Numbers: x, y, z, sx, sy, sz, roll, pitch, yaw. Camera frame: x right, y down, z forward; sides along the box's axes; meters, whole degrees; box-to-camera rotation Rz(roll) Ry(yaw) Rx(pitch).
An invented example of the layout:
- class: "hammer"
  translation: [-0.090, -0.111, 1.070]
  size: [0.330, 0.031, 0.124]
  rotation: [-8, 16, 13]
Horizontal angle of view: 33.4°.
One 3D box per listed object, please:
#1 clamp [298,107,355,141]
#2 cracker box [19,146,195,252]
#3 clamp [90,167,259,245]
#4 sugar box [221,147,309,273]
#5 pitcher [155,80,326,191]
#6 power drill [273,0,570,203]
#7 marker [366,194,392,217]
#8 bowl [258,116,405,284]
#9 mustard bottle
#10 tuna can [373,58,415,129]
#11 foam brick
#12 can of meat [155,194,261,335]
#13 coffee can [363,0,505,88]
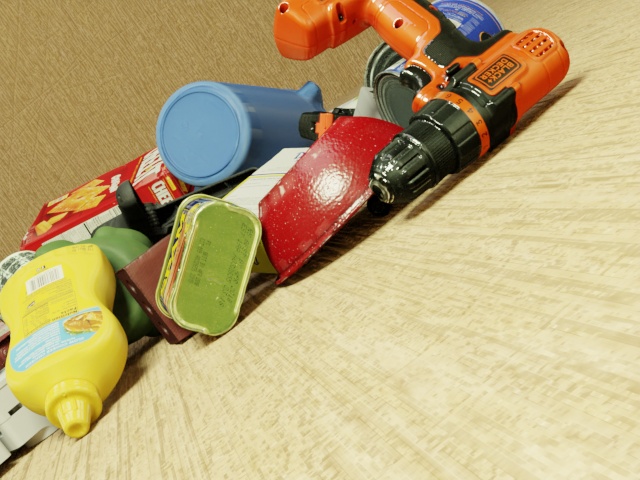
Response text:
- class: "clamp"
  translation: [0.017, -0.111, 1.034]
  size: [0.120, 0.039, 0.171]
  rotation: [0, 4, 24]
- class: "cracker box"
  translation: [-0.258, -0.040, 1.336]
  size: [0.214, 0.072, 0.164]
  rotation: [-27, 20, 9]
- class: "clamp"
  translation: [-0.175, -0.019, 1.056]
  size: [0.210, 0.036, 0.164]
  rotation: [-29, -16, 40]
- class: "sugar box"
  translation: [-0.034, -0.030, 0.943]
  size: [0.093, 0.048, 0.176]
  rotation: [2, 26, 32]
- class: "pitcher"
  translation: [-0.086, -0.103, 1.184]
  size: [0.145, 0.149, 0.242]
  rotation: [-10, -1, 20]
- class: "power drill"
  translation: [0.055, -0.122, 0.763]
  size: [0.184, 0.188, 0.057]
  rotation: [-38, -28, -25]
- class: "marker"
  translation: [0.054, -0.042, 0.832]
  size: [0.020, 0.020, 0.121]
  rotation: [-33, 8, 20]
- class: "bowl"
  translation: [0.003, -0.042, 0.809]
  size: [0.162, 0.055, 0.162]
  rotation: [-47, 4, 4]
- class: "mustard bottle"
  translation: [-0.200, 0.083, 0.838]
  size: [0.096, 0.058, 0.192]
  rotation: [-25, 37, -1]
- class: "tuna can"
  translation: [0.081, -0.103, 0.835]
  size: [0.033, 0.086, 0.086]
  rotation: [-37, 8, -18]
- class: "foam brick"
  translation: [-0.124, 0.041, 0.885]
  size: [0.051, 0.078, 0.053]
  rotation: [-39, 6, -20]
- class: "can of meat"
  translation: [-0.084, 0.018, 0.806]
  size: [0.084, 0.057, 0.102]
  rotation: [-165, 90, -76]
- class: "coffee can"
  translation: [0.112, -0.165, 1.008]
  size: [0.103, 0.103, 0.140]
  rotation: [-31, 9, 33]
